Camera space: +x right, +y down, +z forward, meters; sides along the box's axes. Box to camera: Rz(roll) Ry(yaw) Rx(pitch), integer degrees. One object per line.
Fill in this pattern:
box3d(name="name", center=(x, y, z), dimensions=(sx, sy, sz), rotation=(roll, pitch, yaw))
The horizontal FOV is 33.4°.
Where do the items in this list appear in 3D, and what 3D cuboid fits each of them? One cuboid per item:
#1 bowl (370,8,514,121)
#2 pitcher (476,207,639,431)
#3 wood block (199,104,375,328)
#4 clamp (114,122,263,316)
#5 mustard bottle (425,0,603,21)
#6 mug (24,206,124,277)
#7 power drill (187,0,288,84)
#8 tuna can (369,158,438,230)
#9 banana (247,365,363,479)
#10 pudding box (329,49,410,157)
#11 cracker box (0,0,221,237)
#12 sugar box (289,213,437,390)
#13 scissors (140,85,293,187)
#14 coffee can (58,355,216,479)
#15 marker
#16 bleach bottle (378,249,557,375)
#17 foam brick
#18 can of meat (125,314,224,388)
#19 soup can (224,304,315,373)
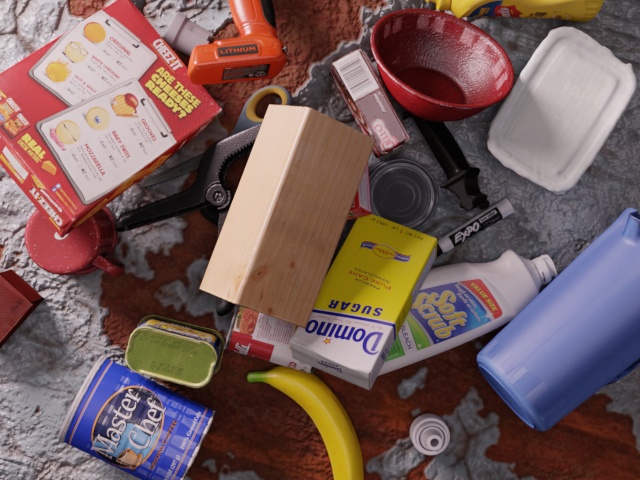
box3d(name="bowl", center=(0.124, -0.179, 1.151), dimensions=(0.162, 0.162, 0.055), rotation=(18, 136, -2))
box3d(name="pitcher", center=(0.294, 0.095, 1.148), dimensions=(0.243, 0.145, 0.149), rotation=(-40, 86, -4))
box3d(name="wood block", center=(-0.034, -0.026, 1.094), dimensions=(0.090, 0.091, 0.206), rotation=(22, 86, -32))
box3d(name="clamp", center=(-0.117, -0.046, 1.158), dimensions=(0.165, 0.036, 0.210), rotation=(31, 92, 12))
box3d(name="mustard bottle", center=(0.202, -0.268, 1.152), dimensions=(0.191, 0.096, 0.058), rotation=(1, 93, -1))
box3d(name="mug", center=(-0.264, 0.002, 1.162), dimensions=(0.117, 0.081, 0.093), rotation=(39, 91, -3))
box3d(name="power drill", center=(-0.114, -0.264, 1.140), dimensions=(0.184, 0.057, 0.187), rotation=(-6, 78, -8))
box3d(name="tuna can", center=(0.088, -0.049, 1.191), dimensions=(0.086, 0.034, 0.086), rotation=(0, 93, -1))
box3d(name="banana", center=(0.001, 0.210, 1.202), dimensions=(0.070, 0.037, 0.198), rotation=(-35, 92, 18))
box3d(name="pudding box", center=(0.052, -0.146, 1.158), dimensions=(0.039, 0.090, 0.113), rotation=(-27, 92, -2))
box3d(name="cracker box", center=(-0.238, -0.131, 1.119), dimensions=(0.213, 0.072, 0.164), rotation=(-42, 94, -30))
box3d(name="sugar box", center=(0.047, 0.060, 1.124), dimensions=(0.093, 0.048, 0.176), rotation=(20, 61, 16))
box3d(name="scissors", center=(-0.108, -0.117, 1.191), dimensions=(0.202, 0.016, 0.096), rotation=(-7, 77, 10))
box3d(name="coffee can", center=(-0.198, 0.201, 1.161), dimensions=(0.140, 0.103, 0.103), rotation=(26, 92, -2))
box3d(name="marker", center=(0.162, -0.009, 1.201), dimensions=(0.121, 0.020, 0.020), rotation=(-31, 93, 0))
box3d(name="bleach bottle", center=(0.139, 0.067, 1.184), dimensions=(0.251, 0.068, 0.102), rotation=(-22, 94, -2))
box3d(name="foam brick", center=(-0.355, 0.079, 1.178), dimensions=(0.053, 0.051, 0.078), rotation=(43, 91, -4))
box3d(name="can of meat", center=(-0.159, 0.122, 1.168), dimensions=(0.102, 0.084, 0.057), rotation=(14, 92, -2))
box3d(name="soup can", center=(-0.048, 0.101, 1.178), dimensions=(0.102, 0.068, 0.068), rotation=(17, 92, -3))
